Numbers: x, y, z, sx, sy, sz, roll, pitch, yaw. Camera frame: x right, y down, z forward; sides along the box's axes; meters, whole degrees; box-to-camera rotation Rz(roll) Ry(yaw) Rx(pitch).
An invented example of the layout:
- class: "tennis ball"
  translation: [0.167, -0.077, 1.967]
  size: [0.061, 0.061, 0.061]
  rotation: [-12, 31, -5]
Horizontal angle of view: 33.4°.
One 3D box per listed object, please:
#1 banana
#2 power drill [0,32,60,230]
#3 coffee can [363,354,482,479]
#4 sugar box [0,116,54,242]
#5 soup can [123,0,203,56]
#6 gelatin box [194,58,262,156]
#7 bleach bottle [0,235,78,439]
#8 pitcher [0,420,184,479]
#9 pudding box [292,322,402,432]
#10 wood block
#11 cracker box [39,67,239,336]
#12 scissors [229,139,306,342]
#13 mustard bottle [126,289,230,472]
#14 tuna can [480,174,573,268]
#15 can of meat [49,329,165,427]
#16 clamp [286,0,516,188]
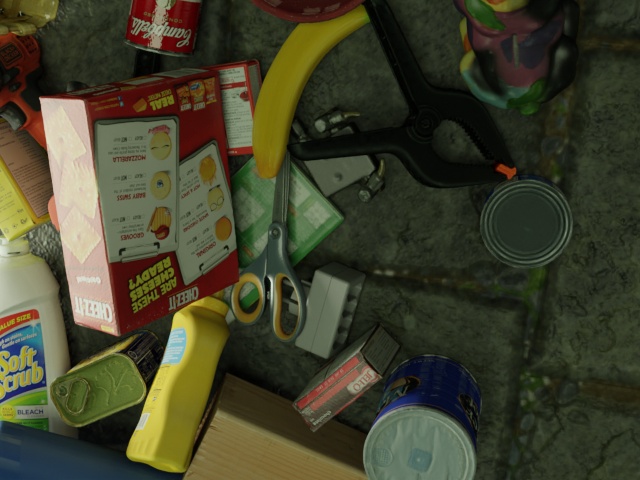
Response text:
- class: "banana"
  translation: [-0.017, -0.153, 0.999]
  size: [0.070, 0.037, 0.198]
  rotation: [37, 93, 27]
- class: "power drill"
  translation: [-0.279, -0.104, 1.017]
  size: [0.057, 0.184, 0.187]
  rotation: [-28, 107, 27]
- class: "coffee can"
  translation: [0.102, 0.181, 1.028]
  size: [0.103, 0.140, 0.103]
  rotation: [3, 105, 10]
- class: "sugar box"
  translation: [-0.322, -0.093, 1.066]
  size: [0.048, 0.093, 0.176]
  rotation: [-29, 96, 17]
- class: "soup can"
  translation: [-0.143, -0.231, 1.007]
  size: [0.068, 0.068, 0.102]
  rotation: [15, 106, 7]
- class: "gelatin box"
  translation: [-0.091, -0.127, 1.038]
  size: [0.073, 0.030, 0.089]
  rotation: [-4, 103, 25]
- class: "bleach bottle"
  translation: [-0.320, 0.117, 1.137]
  size: [0.102, 0.068, 0.251]
  rotation: [-3, 102, 8]
- class: "pitcher"
  translation: [-0.235, 0.279, 1.083]
  size: [0.242, 0.149, 0.145]
  rotation: [21, 139, -16]
- class: "pudding box"
  translation: [0.028, 0.132, 1.044]
  size: [0.090, 0.113, 0.039]
  rotation: [-40, 91, 18]
- class: "wood block"
  translation: [-0.024, 0.227, 1.073]
  size: [0.206, 0.090, 0.091]
  rotation: [25, 107, -7]
- class: "cracker box"
  translation: [-0.162, -0.042, 0.986]
  size: [0.072, 0.163, 0.214]
  rotation: [10, 112, 38]
- class: "scissors"
  translation: [-0.057, 0.001, 1.057]
  size: [0.096, 0.016, 0.202]
  rotation: [-8, 91, 32]
- class: "mustard bottle"
  translation: [-0.132, 0.129, 1.053]
  size: [0.058, 0.096, 0.191]
  rotation: [22, 71, -16]
- class: "tuna can"
  translation: [0.195, -0.019, 1.013]
  size: [0.086, 0.033, 0.086]
  rotation: [3, 105, 10]
- class: "can of meat"
  translation: [-0.217, 0.141, 1.110]
  size: [0.102, 0.084, 0.057]
  rotation: [-24, 99, 16]
- class: "clamp"
  translation: [0.092, -0.119, 0.985]
  size: [0.209, 0.036, 0.164]
  rotation: [21, 92, -13]
